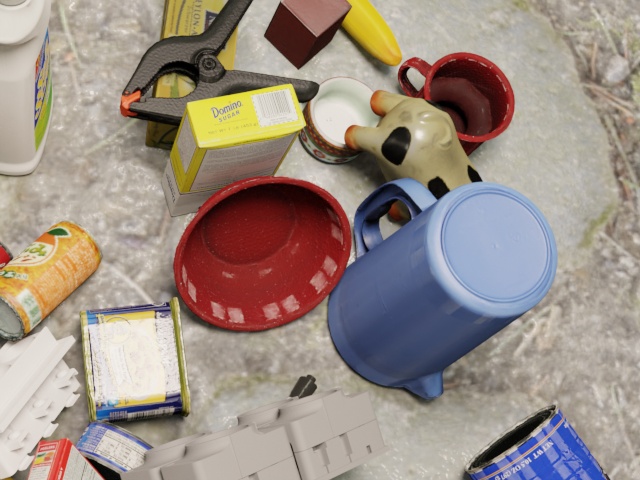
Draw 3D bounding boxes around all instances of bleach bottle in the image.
[{"bbox_3d":[-0.251,-0.143,0.862,0.068,0.251,0.102,13,70,-11],"label":"bleach bottle"}]

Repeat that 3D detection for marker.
[{"bbox_3d":[-0.040,0.169,0.947,0.020,0.020,0.121,36,67,-2],"label":"marker"}]

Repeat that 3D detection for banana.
[{"bbox_3d":[0.011,-0.249,1.069,0.198,0.037,0.069,45,23,-5],"label":"banana"}]

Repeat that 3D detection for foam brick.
[{"bbox_3d":[-0.014,-0.214,1.042,0.051,0.078,0.053,46,68,0],"label":"foam brick"}]

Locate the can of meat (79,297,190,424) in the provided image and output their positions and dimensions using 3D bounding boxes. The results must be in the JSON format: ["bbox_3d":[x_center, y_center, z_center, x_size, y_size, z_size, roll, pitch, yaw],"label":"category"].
[{"bbox_3d":[-0.160,0.105,0.915,0.083,0.057,0.102,-5,74,-14],"label":"can of meat"}]

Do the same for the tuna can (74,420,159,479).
[{"bbox_3d":[-0.161,0.184,0.873,0.086,0.086,0.033,32,63,-4],"label":"tuna can"}]

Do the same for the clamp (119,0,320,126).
[{"bbox_3d":[-0.096,-0.157,0.918,0.171,0.039,0.120,-17,76,-18],"label":"clamp"}]

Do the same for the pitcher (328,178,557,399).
[{"bbox_3d":[0.096,0.030,0.906,0.149,0.243,0.145,28,67,-5],"label":"pitcher"}]

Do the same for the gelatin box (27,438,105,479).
[{"bbox_3d":[-0.194,0.207,0.820,0.030,0.089,0.073,-11,42,18],"label":"gelatin box"}]

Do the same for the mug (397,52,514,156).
[{"bbox_3d":[0.123,-0.133,1.051,0.117,0.082,0.093,39,68,-1],"label":"mug"}]

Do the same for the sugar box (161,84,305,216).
[{"bbox_3d":[-0.081,-0.075,0.927,0.093,0.176,0.048,-12,79,-19],"label":"sugar box"}]

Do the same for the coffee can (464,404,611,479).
[{"bbox_3d":[0.210,0.233,0.949,0.102,0.103,0.140,-33,84,-22],"label":"coffee can"}]

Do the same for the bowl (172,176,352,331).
[{"bbox_3d":[-0.056,0.001,0.947,0.162,0.162,0.055,-7,36,-17],"label":"bowl"}]
